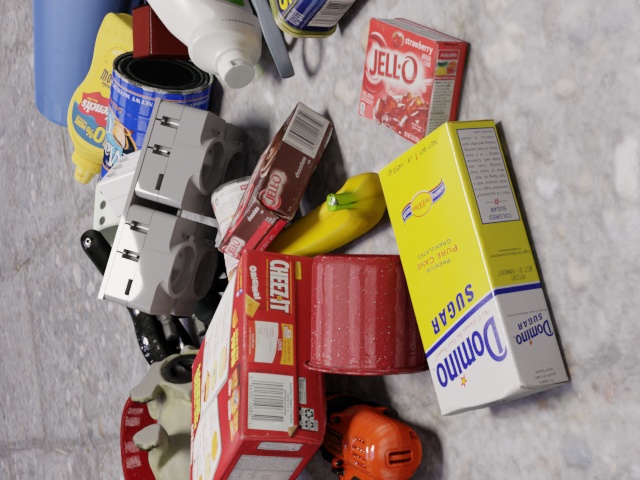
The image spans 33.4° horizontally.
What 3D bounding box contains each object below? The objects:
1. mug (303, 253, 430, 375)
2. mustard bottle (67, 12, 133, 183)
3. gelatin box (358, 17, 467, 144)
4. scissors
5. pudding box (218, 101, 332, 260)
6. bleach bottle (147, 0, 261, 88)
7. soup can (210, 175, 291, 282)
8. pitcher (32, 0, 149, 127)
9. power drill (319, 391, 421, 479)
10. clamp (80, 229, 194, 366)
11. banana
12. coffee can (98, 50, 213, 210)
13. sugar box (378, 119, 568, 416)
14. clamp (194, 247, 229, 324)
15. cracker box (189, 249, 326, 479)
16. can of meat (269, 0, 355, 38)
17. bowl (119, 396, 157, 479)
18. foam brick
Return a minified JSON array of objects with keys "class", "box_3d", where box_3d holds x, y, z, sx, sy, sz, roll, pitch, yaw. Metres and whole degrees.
[{"class":"mug","box_3d":[0.031,0.051,0.784,0.117,0.093,0.081,-177,87,-74]},{"class":"mustard bottle","box_3d":[-0.229,-0.148,1.184,0.096,0.058,0.192,34,111,14]},{"class":"gelatin box","box_3d":[0.062,-0.113,0.753,0.089,0.030,0.073,38,127,53]},{"class":"scissors","box_3d":[-0.053,-0.205,0.852,0.201,0.016,0.096,66,-176,-62]},{"class":"pudding box","box_3d":[-0.037,-0.045,0.883,0.090,0.039,0.113,-47,16,53]},{"class":"bleach bottle","box_3d":[-0.123,-0.235,0.997,0.068,0.102,0.251,-61,42,39]},{"class":"soup can","box_3d":[-0.056,0.001,0.951,0.069,0.068,0.102,-41,59,56]},{"class":"pitcher","box_3d":[-0.269,-0.251,1.256,0.149,0.144,0.243,-108,25,-46]},{"class":"power drill","box_3d":[0.024,0.217,0.850,0.185,0.057,0.188,-173,78,-69]},{"class":"clamp","box_3d":[-0.186,0.081,1.162,0.036,0.164,0.210,-30,69,13]},{"class":"banana","box_3d":[0.009,-0.019,0.828,0.198,0.069,0.037,138,122,-69]},{"class":"coffee can","box_3d":[-0.172,-0.113,1.107,0.103,0.102,0.140,51,136,46]},{"class":"sugar box","box_3d":[0.096,0.020,0.699,0.093,0.048,0.176,-36,62,58]},{"class":"clamp","box_3d":[-0.095,0.036,1.061,0.172,0.039,0.120,14,93,59]},{"class":"cracker box","box_3d":[-0.057,0.133,0.891,0.214,0.072,0.164,117,156,-53]},{"class":"can of meat","box_3d":[-0.002,-0.222,0.826,0.084,0.057,0.102,-40,60,54]},{"class":"bowl","box_3d":[-0.181,0.254,1.236,0.162,0.055,0.162,17,109,60]},{"class":"foam brick","box_3d":[-0.143,-0.208,1.065,0.051,0.078,0.053,9,100,61]}]
